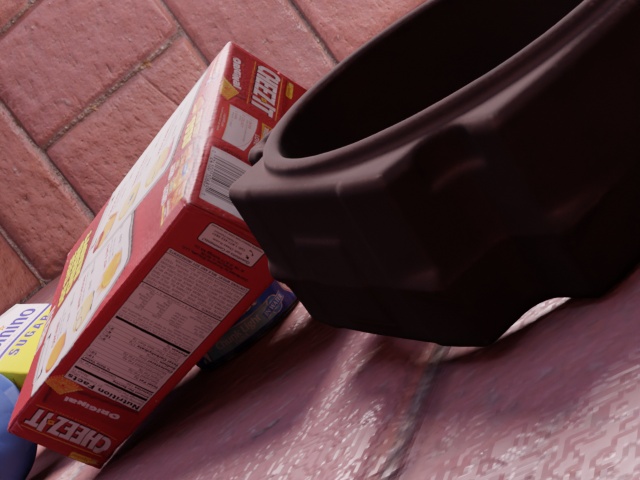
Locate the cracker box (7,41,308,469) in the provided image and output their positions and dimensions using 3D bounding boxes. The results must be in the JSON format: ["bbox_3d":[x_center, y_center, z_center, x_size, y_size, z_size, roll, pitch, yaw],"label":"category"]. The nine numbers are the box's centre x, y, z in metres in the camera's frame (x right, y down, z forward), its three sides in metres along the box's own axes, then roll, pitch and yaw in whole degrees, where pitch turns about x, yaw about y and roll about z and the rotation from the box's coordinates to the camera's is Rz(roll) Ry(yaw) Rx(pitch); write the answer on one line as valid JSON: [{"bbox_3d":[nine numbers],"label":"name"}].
[{"bbox_3d":[-0.093,0.011,0.637,0.214,0.072,0.164,-47,23,33],"label":"cracker box"}]

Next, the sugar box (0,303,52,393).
[{"bbox_3d":[-0.190,0.086,0.791,0.177,0.048,0.093,-1,30,33],"label":"sugar box"}]

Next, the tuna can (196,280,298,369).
[{"bbox_3d":[-0.056,0.046,0.701,0.086,0.033,0.086,-36,9,6],"label":"tuna can"}]
